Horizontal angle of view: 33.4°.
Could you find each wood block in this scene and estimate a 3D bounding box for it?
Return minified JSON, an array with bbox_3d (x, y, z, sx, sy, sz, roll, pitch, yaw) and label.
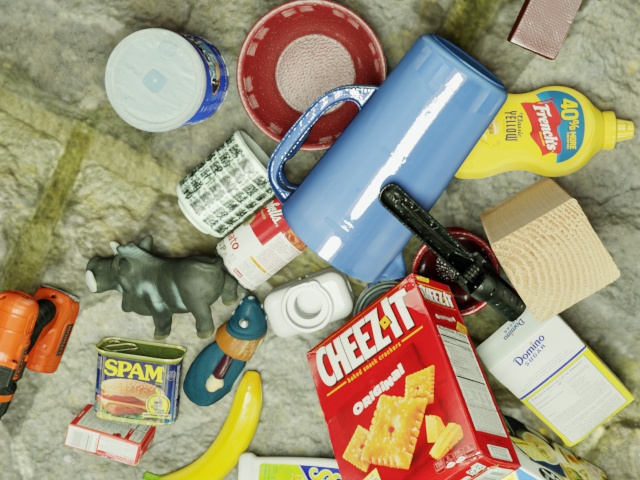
[{"bbox_3d":[0.227,0.003,1.086,0.091,0.206,0.090,-32,95,9],"label":"wood block"}]

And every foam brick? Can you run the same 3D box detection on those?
[{"bbox_3d":[0.237,-0.235,1.126,0.053,0.051,0.078,25,101,0],"label":"foam brick"}]

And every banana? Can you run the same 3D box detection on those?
[{"bbox_3d":[-0.123,0.239,1.245,0.069,0.037,0.198,44,100,-3],"label":"banana"}]

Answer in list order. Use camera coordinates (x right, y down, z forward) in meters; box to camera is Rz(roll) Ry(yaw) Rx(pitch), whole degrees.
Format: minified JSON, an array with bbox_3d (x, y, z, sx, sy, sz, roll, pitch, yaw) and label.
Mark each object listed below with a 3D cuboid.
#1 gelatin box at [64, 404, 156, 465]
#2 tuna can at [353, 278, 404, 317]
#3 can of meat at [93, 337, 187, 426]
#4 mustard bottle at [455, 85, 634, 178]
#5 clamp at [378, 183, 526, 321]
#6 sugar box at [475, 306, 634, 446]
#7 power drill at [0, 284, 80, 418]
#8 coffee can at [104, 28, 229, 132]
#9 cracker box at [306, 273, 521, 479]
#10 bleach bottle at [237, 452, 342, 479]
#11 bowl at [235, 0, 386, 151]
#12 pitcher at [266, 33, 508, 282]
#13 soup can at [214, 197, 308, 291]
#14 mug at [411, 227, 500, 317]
[{"bbox_3d":[-0.242,0.225,1.236,0.089,0.073,0.030,16,101,2],"label":"gelatin box"},{"bbox_3d":[0.080,0.085,1.201,0.086,0.033,0.086,1,99,6],"label":"tuna can"},{"bbox_3d":[-0.210,0.163,1.232,0.102,0.057,0.084,7,102,4],"label":"can of meat"},{"bbox_3d":[0.236,-0.116,1.140,0.191,0.058,0.096,-1,79,5],"label":"mustard bottle"},{"bbox_3d":[0.153,0.036,1.033,0.036,0.165,0.209,-46,134,7],"label":"clamp"},{"bbox_3d":[0.254,0.143,1.150,0.093,0.048,0.176,-41,121,9],"label":"sugar box"},{"bbox_3d":[-0.332,0.131,1.172,0.057,0.187,0.184,23,99,0],"label":"power drill"},{"bbox_3d":[-0.159,-0.170,1.130,0.103,0.140,0.103,1,99,5],"label":"coffee can"},{"bbox_3d":[0.084,0.166,1.067,0.164,0.072,0.214,-39,50,28],"label":"cracker box"},{"bbox_3d":[0.034,0.288,1.203,0.251,0.068,0.102,-3,59,6],"label":"bleach bottle"},{"bbox_3d":[-0.008,-0.179,1.157,0.162,0.055,0.162,1,99,5],"label":"bowl"},{"bbox_3d":[0.069,-0.092,1.088,0.149,0.145,0.243,21,113,-42],"label":"pitcher"},{"bbox_3d":[-0.058,0.001,1.184,0.102,0.068,0.068,-38,94,10],"label":"soup can"},{"bbox_3d":[0.145,0.042,1.164,0.093,0.081,0.117,6,99,4],"label":"mug"}]
